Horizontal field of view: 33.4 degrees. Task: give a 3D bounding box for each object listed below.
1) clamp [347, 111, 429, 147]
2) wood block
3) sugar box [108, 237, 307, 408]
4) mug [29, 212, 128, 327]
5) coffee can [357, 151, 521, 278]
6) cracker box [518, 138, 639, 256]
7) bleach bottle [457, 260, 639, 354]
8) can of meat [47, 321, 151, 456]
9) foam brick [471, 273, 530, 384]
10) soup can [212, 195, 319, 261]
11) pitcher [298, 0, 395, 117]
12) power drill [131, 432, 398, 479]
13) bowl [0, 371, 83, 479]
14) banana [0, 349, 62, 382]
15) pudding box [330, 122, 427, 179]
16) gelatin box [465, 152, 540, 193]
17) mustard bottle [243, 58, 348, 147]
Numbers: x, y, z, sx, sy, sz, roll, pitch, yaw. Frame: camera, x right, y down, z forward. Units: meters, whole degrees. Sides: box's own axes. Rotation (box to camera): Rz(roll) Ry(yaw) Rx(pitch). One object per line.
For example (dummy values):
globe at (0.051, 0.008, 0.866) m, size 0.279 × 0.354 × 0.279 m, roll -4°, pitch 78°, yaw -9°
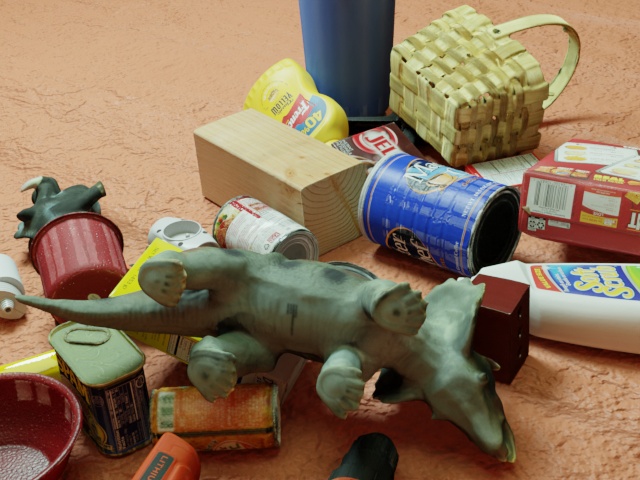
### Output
clamp at (0.099, -0.144, 1.361) m, size 0.120 × 0.039 × 0.171 m, roll 34°, pitch 41°, yaw 25°
wood block at (-0.047, -0.069, 1.212) m, size 0.090 × 0.091 × 0.206 m, roll -25°, pitch 37°, yaw -31°
sugar box at (-0.093, 0.072, 0.958) m, size 0.176 × 0.048 × 0.093 m, roll 23°, pitch 43°, yaw 8°
mug at (-0.234, 0.042, 1.036) m, size 0.093 × 0.117 × 0.081 m, roll 14°, pitch 30°, yaw -32°
coffee can at (0.124, -0.026, 1.105) m, size 0.140 × 0.103 × 0.102 m, roll 21°, pitch 39°, yaw 35°
cracker box at (0.312, -0.046, 1.101) m, size 0.164 × 0.072 × 0.213 m, roll 12°, pitch 18°, yaw 23°
bleach bottle at (0.243, 0.061, 0.987) m, size 0.251 × 0.068 × 0.102 m, roll 3°, pitch 29°, yaw 16°
can of meat at (-0.186, 0.124, 0.916) m, size 0.057 × 0.084 × 0.102 m, roll -23°, pitch 36°, yaw -27°
foam brick at (0.155, 0.078, 0.954) m, size 0.051 × 0.078 × 0.052 m, roll 12°, pitch 35°, yaw 28°
soup can at (-0.057, 0.001, 1.118) m, size 0.068 × 0.068 × 0.102 m, roll -26°, pitch 37°, yaw -31°
pitcher at (0.037, -0.284, 1.376) m, size 0.149 × 0.243 × 0.145 m, roll -23°, pitch 38°, yaw -30°
power drill at (-0.045, 0.197, 0.803) m, size 0.188 × 0.057 × 0.184 m, roll 6°, pitch 29°, yaw 18°
bowl at (-0.267, 0.177, 0.863) m, size 0.162 × 0.055 × 0.162 m, roll -5°, pitch 32°, yaw 3°
banana at (-0.272, 0.125, 0.977) m, size 0.197 × 0.037 × 0.070 m, roll -17°, pitch 3°, yaw -25°
pudding box at (0.076, -0.079, 1.231) m, size 0.089 × 0.039 × 0.114 m, roll -21°, pitch 57°, yaw -25°
gelatin box at (0.220, -0.067, 1.232) m, size 0.089 × 0.030 × 0.073 m, roll -11°, pitch 30°, yaw -10°
mustard bottle at (-0.019, -0.142, 1.328) m, size 0.096 × 0.058 × 0.192 m, roll -47°, pitch 50°, yaw 9°
